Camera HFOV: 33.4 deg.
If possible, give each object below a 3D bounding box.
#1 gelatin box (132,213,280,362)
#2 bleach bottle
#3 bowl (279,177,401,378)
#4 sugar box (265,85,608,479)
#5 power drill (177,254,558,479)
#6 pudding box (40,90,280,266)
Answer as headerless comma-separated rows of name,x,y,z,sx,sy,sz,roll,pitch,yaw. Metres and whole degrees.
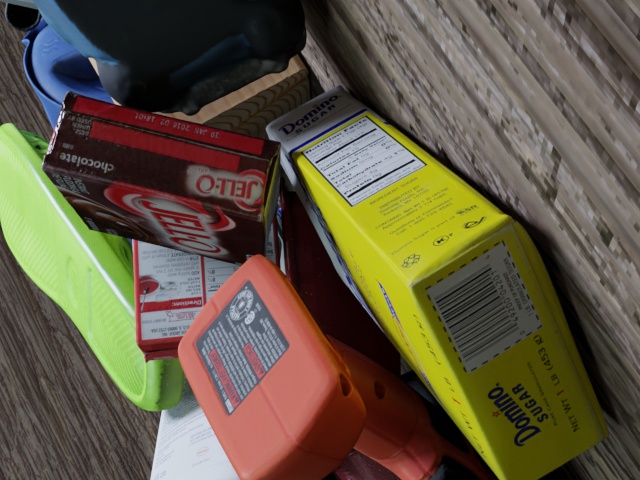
gelatin box,-0.056,0.014,0.538,0.030,0.073,0.089,88,176,-68
bleach bottle,-0.054,0.071,0.695,0.068,0.103,0.251,36,-142,-33
bowl,0.010,0.045,0.576,0.162,0.055,0.162,175,90,-88
sugar box,0.035,0.008,0.407,0.093,0.048,0.176,63,172,-26
power drill,0.039,0.093,0.431,0.187,0.057,0.185,36,-173,-35
pudding box,-0.064,-0.022,0.468,0.113,0.090,0.039,99,-174,-80
